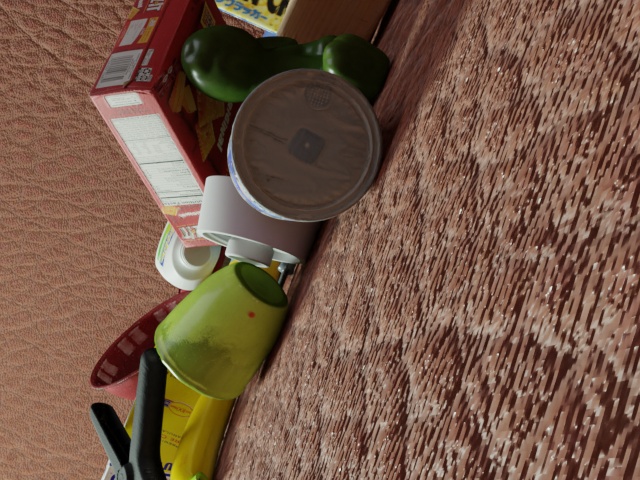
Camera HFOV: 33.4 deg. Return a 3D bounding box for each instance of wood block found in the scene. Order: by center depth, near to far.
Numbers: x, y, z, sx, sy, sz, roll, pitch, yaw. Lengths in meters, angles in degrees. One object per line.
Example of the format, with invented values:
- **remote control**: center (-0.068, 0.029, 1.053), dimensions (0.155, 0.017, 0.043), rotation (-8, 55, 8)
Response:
- **wood block**: center (0.042, -0.289, 1.083), dimensions (0.206, 0.090, 0.090), rotation (-59, 10, 36)

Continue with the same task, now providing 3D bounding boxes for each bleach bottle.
- **bleach bottle**: center (-0.143, 0.004, 1.207), dimensions (0.251, 0.068, 0.102), rotation (-179, 111, -80)

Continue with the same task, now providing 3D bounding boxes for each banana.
- **banana**: center (-0.105, 0.186, 0.982), dimensions (0.070, 0.037, 0.197), rotation (-46, 15, 20)

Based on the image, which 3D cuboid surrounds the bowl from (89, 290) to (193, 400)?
- **bowl**: center (-0.175, 0.126, 1.182), dimensions (0.162, 0.055, 0.162), rotation (-33, 18, 12)

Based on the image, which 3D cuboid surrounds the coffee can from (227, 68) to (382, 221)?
- **coffee can**: center (-0.016, -0.065, 0.781), dimensions (0.140, 0.102, 0.103), rotation (-168, 100, -84)

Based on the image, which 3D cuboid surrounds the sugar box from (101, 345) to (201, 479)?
- **sugar box**: center (-0.158, 0.201, 1.105), dimensions (0.048, 0.093, 0.176), rotation (-87, 20, -70)

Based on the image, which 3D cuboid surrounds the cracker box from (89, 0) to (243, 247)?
- **cracker box**: center (-0.122, -0.123, 1.034), dimensions (0.213, 0.072, 0.164), rotation (64, -148, -45)

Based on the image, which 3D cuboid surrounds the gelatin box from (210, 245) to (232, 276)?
- **gelatin box**: center (-0.118, 0.053, 1.244), dimensions (0.089, 0.030, 0.073), rotation (119, 171, -46)

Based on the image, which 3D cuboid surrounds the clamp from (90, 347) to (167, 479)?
- **clamp**: center (-0.177, 0.223, 1.014), dimensions (0.165, 0.036, 0.210), rotation (-34, 59, 53)
